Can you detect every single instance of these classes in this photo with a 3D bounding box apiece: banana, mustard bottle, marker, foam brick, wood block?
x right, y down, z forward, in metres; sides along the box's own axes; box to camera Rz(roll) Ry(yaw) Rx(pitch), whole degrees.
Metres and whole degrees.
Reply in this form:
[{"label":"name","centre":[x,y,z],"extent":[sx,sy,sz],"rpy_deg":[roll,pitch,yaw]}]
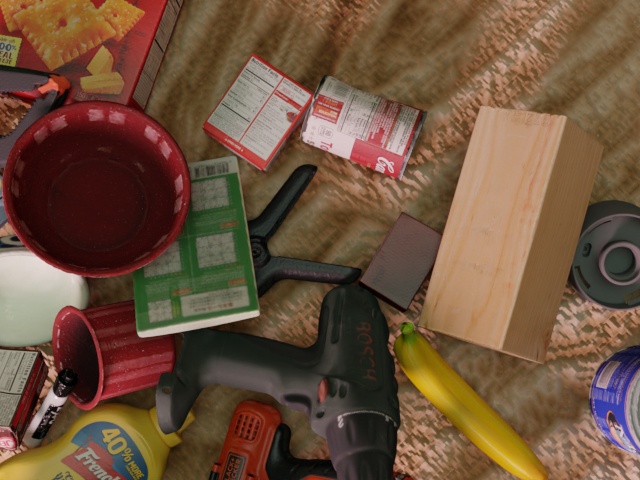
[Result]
[{"label":"banana","centre":[0.127,0.148,0.967],"extent":[0.037,0.070,0.197],"rpy_deg":[-44,99,-1]},{"label":"mustard bottle","centre":[-0.200,0.204,0.975],"extent":[0.191,0.058,0.096],"rpy_deg":[-31,95,-2]},{"label":"marker","centre":[-0.243,0.151,0.961],"extent":[0.020,0.121,0.020],"rpy_deg":[18,46,-20]},{"label":"foam brick","centre":[0.076,0.021,0.988],"extent":[0.053,0.051,0.078],"rpy_deg":[33,86,5]},{"label":"wood block","centre":[0.171,-0.005,0.954],"extent":[0.090,0.090,0.206],"rpy_deg":[13,85,38]}]

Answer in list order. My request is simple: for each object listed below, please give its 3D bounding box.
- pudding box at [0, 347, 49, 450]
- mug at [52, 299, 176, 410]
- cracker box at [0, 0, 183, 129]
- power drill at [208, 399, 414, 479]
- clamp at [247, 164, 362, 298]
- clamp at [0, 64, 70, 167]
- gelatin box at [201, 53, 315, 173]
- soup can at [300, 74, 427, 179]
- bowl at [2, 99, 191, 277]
[{"label":"pudding box","centre":[-0.314,0.140,0.967],"extent":[0.113,0.039,0.090],"rpy_deg":[5,44,6]},{"label":"mug","centre":[-0.188,0.106,0.966],"extent":[0.081,0.117,0.093],"rpy_deg":[-10,48,-39]},{"label":"cracker box","centre":[-0.222,-0.224,1.006],"extent":[0.164,0.072,0.213],"rpy_deg":[19,86,3]},{"label":"power drill","centre":[-0.018,0.251,0.947],"extent":[0.188,0.057,0.184],"rpy_deg":[14,85,17]},{"label":"clamp","centre":[-0.057,0.001,1.001],"extent":[0.171,0.039,0.120],"rpy_deg":[-14,74,1]},{"label":"clamp","centre":[-0.317,-0.090,0.971],"extent":[0.210,0.036,0.164],"rpy_deg":[-17,100,15]},{"label":"gelatin box","centre":[-0.057,-0.121,1.015],"extent":[0.073,0.030,0.089],"rpy_deg":[34,86,5]},{"label":"soup can","centre":[0.040,-0.106,0.992],"extent":[0.102,0.068,0.068],"rpy_deg":[21,86,4]},{"label":"bowl","centre":[-0.197,-0.040,0.947],"extent":[0.162,0.055,0.162],"rpy_deg":[3,74,-11]}]
